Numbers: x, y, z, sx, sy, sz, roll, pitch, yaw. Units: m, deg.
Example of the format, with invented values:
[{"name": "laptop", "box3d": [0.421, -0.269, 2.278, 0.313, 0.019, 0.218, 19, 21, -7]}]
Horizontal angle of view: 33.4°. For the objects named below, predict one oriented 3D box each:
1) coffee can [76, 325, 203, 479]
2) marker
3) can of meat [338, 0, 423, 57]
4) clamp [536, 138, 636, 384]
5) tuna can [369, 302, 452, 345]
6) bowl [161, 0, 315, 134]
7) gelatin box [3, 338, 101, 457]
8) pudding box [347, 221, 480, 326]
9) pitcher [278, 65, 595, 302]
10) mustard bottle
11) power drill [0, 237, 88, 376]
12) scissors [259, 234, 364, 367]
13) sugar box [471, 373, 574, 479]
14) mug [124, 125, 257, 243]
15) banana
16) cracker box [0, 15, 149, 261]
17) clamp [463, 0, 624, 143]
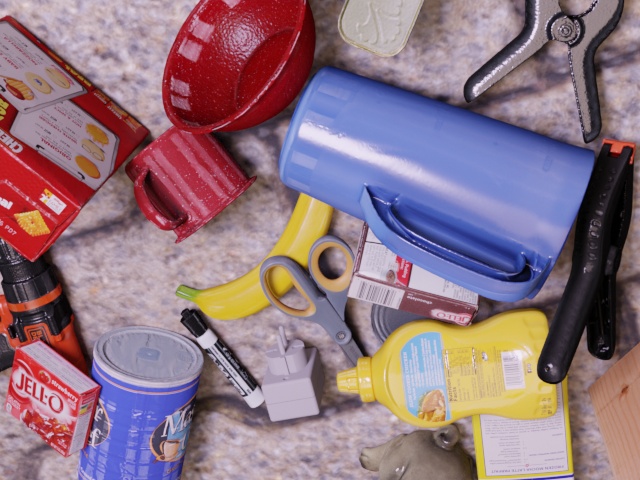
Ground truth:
[{"name": "coffee can", "box3d": [-0.173, 0.167, 1.018, 0.103, 0.102, 0.140, 13, 112, 1]}, {"name": "marker", "box3d": [-0.095, 0.112, 1.029, 0.020, 0.020, 0.121, -31, 109, 16]}, {"name": "can of meat", "box3d": [0.057, -0.207, 0.859, 0.057, 0.084, 0.102, 21, 112, -2]}, {"name": "clamp", "box3d": [0.241, 0.019, 0.925, 0.036, 0.164, 0.210, 13, 92, 28]}, {"name": "tuna can", "box3d": [0.089, 0.065, 0.988, 0.086, 0.033, 0.086, 2, 111, 5]}, {"name": "bowl", "box3d": [-0.057, -0.149, 0.877, 0.162, 0.162, 0.055, -43, 135, 19]}, {"name": "gelatin box", "box3d": [-0.248, 0.144, 0.982, 0.089, 0.030, 0.073, 31, 118, 24]}, {"name": "pudding box", "box3d": [0.087, 0.018, 0.939, 0.113, 0.090, 0.039, 15, 144, -1]}, {"name": "pitcher", "box3d": [0.090, -0.048, 0.879, 0.243, 0.149, 0.145, 22, 90, 5]}, {"name": "mustard bottle", "box3d": [0.110, 0.117, 0.953, 0.192, 0.058, 0.096, -7, 93, 8]}, {"name": "power drill", "box3d": [-0.333, 0.079, 1.024, 0.188, 0.057, 0.184, -12, 109, 10]}, {"name": "scissors", "box3d": [0.028, 0.069, 0.988, 0.096, 0.016, 0.201, -43, 118, 11]}, {"name": "sugar box", "box3d": [0.194, 0.197, 1.023, 0.093, 0.048, 0.176, -5, 114, 8]}, {"name": "mug", "box3d": [-0.121, -0.051, 0.925, 0.093, 0.117, 0.081, -32, 101, 39]}, {"name": "banana", "box3d": [-0.047, 0.017, 0.982, 0.198, 0.037, 0.069, -40, 103, 18]}, {"name": "cracker box", "box3d": [-0.245, -0.090, 0.866, 0.164, 0.213, 0.072, 40, 109, -10]}, {"name": "clamp", "box3d": [0.190, -0.172, 0.884, 0.120, 0.039, 0.171, 9, 106, -3]}]
